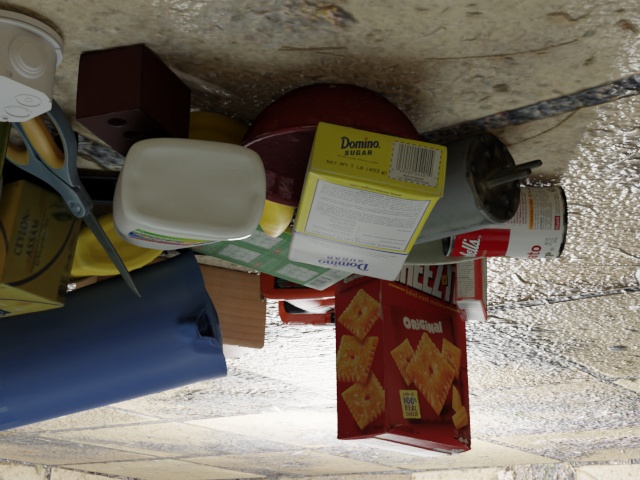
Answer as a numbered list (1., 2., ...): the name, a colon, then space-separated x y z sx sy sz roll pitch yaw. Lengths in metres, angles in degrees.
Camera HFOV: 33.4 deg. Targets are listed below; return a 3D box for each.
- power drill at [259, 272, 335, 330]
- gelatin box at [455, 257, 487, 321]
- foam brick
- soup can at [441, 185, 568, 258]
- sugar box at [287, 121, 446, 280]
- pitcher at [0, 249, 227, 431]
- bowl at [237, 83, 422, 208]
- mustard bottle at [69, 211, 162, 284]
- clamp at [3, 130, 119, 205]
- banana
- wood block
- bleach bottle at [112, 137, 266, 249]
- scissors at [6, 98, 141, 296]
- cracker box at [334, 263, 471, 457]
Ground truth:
1. power drill: 0.021 0.062 1.226 0.184 0.057 0.187 -3 161 15
2. gelatin box: 0.158 0.040 1.121 0.030 0.073 0.089 -2 162 12
3. foam brick: -0.134 -0.098 0.771 0.053 0.051 0.078 -5 160 20
4. soup can: 0.163 -0.018 0.957 0.102 0.068 0.068 2 162 -1
5. sugar box: 0.030 -0.024 0.796 0.093 0.048 0.176 12 161 -3
6. pitcher: -0.222 0.104 1.064 0.242 0.145 0.149 -16 142 -11
7. bowl: 0.010 -0.075 0.818 0.162 0.055 0.162 2 161 1
8. mustard bottle: -0.233 0.011 1.070 0.096 0.058 0.192 -19 -176 -33
9. clamp: -0.235 -0.047 0.959 0.210 0.036 0.164 -10 161 34
10. banana: -0.065 -0.059 0.887 0.070 0.037 0.197 -12 149 29
11. wood block: -0.174 0.078 1.243 0.205 0.090 0.091 11 160 -26
12. bleach bottle: -0.112 -0.025 0.841 0.102 0.068 0.251 6 173 -11
13. scissors: -0.211 -0.038 0.860 0.096 0.016 0.202 10 132 29
14. cracker box: 0.089 0.110 1.116 0.072 0.213 0.164 -14 156 36
